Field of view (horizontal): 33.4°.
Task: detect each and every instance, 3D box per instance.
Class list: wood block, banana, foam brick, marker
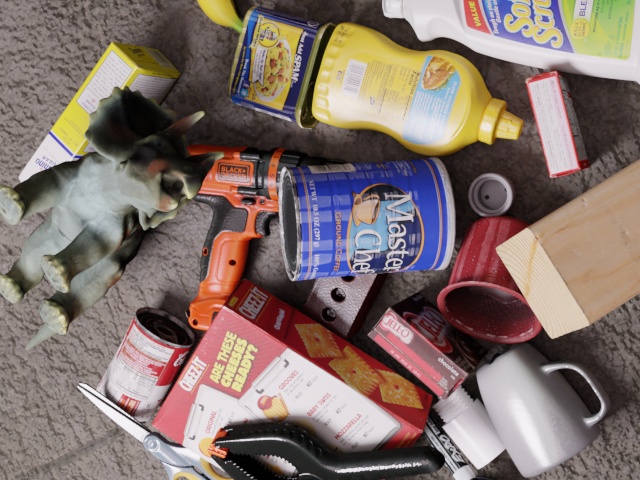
[{"bbox_3d":[0.260,-0.015,0.865,0.206,0.091,0.090,-30,84,-12],"label":"wood block"},{"bbox_3d":[-0.095,-0.298,1.046,0.069,0.037,0.198,2,98,2],"label":"banana"},{"bbox_3d":[0.024,0.049,1.028,0.053,0.051,0.078,28,104,15],"label":"foam brick"},{"bbox_3d":[0.121,0.202,1.004,0.020,0.020,0.121,-47,59,18],"label":"marker"}]

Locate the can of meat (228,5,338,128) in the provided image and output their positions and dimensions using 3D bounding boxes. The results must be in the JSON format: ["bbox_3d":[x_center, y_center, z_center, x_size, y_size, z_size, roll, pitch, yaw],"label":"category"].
[{"bbox_3d":[-0.035,-0.168,1.024,0.084,0.057,0.102,19,101,19],"label":"can of meat"}]

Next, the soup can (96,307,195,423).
[{"bbox_3d":[-0.182,0.129,1.102,0.068,0.068,0.102,34,106,14],"label":"soup can"}]

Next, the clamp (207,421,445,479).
[{"bbox_3d":[-0.003,0.228,0.974,0.210,0.036,0.165,15,120,10],"label":"clamp"}]

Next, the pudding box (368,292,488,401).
[{"bbox_3d":[0.100,0.094,0.972,0.090,0.113,0.039,41,103,11],"label":"pudding box"}]

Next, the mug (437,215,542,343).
[{"bbox_3d":[0.166,0.039,0.953,0.093,0.081,0.117,-13,134,42],"label":"mug"}]

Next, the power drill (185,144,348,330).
[{"bbox_3d":[-0.057,0.001,1.051,0.185,0.057,0.188,7,96,19],"label":"power drill"}]

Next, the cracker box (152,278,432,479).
[{"bbox_3d":[-0.027,0.161,1.014,0.213,0.072,0.164,33,118,0],"label":"cracker box"}]

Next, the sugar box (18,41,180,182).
[{"bbox_3d":[-0.223,-0.116,1.078,0.048,0.093,0.176,46,107,12],"label":"sugar box"}]

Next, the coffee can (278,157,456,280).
[{"bbox_3d":[0.039,-0.020,0.959,0.140,0.103,0.103,-4,95,-10],"label":"coffee can"}]

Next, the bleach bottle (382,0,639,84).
[{"bbox_3d":[0.177,-0.196,0.943,0.251,0.068,0.102,8,98,21],"label":"bleach bottle"}]

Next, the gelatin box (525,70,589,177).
[{"bbox_3d":[0.207,-0.101,0.934,0.030,0.073,0.089,-15,91,20],"label":"gelatin box"}]

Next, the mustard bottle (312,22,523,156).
[{"bbox_3d":[0.093,-0.130,0.981,0.192,0.058,0.096,20,101,17],"label":"mustard bottle"}]

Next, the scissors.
[{"bbox_3d":[-0.147,0.198,1.070,0.096,0.016,0.202,-36,94,12],"label":"scissors"}]
